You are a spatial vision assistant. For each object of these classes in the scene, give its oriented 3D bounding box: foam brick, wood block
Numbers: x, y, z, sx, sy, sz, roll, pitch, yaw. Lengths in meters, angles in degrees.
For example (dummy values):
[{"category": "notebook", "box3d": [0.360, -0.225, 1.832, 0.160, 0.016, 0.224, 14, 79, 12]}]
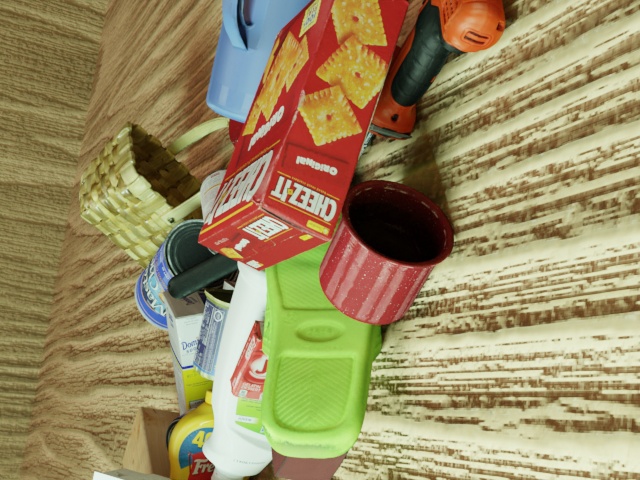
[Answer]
[{"category": "foam brick", "box3d": [-0.012, 0.172, 0.965, 0.078, 0.053, 0.051, -99, 29, -43]}, {"category": "wood block", "box3d": [-0.175, 0.298, 1.271, 0.206, 0.090, 0.090, -120, 46, -61]}]

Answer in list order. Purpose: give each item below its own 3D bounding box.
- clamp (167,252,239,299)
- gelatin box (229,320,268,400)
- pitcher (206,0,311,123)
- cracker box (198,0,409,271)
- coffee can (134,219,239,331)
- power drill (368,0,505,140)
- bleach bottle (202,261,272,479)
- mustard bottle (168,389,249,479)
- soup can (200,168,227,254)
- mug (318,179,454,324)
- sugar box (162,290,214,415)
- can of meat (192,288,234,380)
[{"category": "clamp", "box3d": [-0.057, 0.001, 1.090, 0.210, 0.164, 0.036, -30, 88, 54]}, {"category": "gelatin box", "box3d": [-0.031, 0.117, 0.991, 0.030, 0.089, 0.073, -106, 34, -52]}, {"category": "pitcher", "box3d": [-0.048, -0.246, 1.150, 0.145, 0.149, 0.243, -135, 60, -68]}, {"category": "cracker box", "box3d": [-0.018, -0.094, 0.884, 0.164, 0.072, 0.213, -24, 43, 66]}, {"category": "coffee can", "box3d": [-0.175, 0.047, 1.392, 0.141, 0.102, 0.103, 134, 143, -55]}, {"category": "power drill", "box3d": [0.087, -0.190, 0.899, 0.188, 0.057, 0.184, 125, 153, -49]}, {"category": "bleach bottle", "box3d": [-0.066, 0.137, 1.052, 0.068, 0.102, 0.251, -123, 50, -62]}, {"category": "mustard bottle", "box3d": [-0.116, 0.237, 1.139, 0.058, 0.096, 0.191, -179, 100, -75]}, {"category": "soup can", "box3d": [-0.113, -0.034, 1.326, 0.102, 0.068, 0.069, -104, 32, -51]}, {"category": "mug", "box3d": [0.052, 0.006, 0.855, 0.117, 0.093, 0.082, -54, -8, -47]}, {"category": "sugar box", "box3d": [-0.150, 0.153, 1.269, 0.093, 0.048, 0.176, -134, 39, -65]}, {"category": "can of meat", "box3d": [-0.077, 0.100, 1.106, 0.058, 0.101, 0.084, 28, 108, 57]}]
